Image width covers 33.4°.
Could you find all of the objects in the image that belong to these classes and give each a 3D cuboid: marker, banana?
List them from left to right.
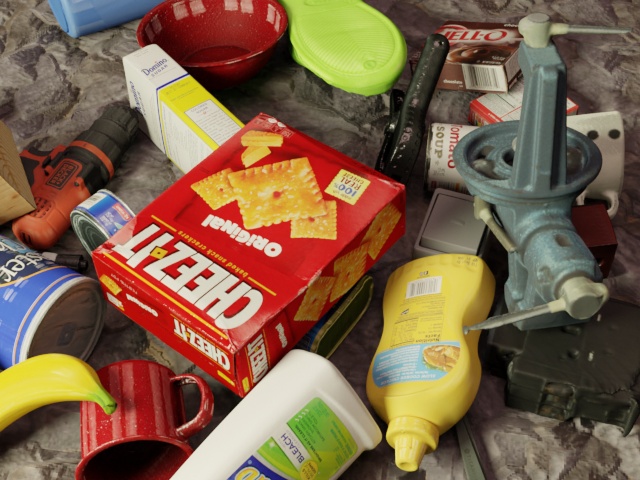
[{"bbox_3d":[-0.243,0.135,0.823,0.198,0.037,0.069,-28,47,19],"label":"banana"},{"bbox_3d":[-0.275,0.017,0.988,0.121,0.020,0.020,5,50,5],"label":"marker"}]

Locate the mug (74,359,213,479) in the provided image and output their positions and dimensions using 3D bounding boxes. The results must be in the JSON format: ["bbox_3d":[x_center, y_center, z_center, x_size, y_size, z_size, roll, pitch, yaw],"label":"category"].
[{"bbox_3d":[-0.135,0.142,0.830,0.117,0.093,0.081,-30,44,15],"label":"mug"}]

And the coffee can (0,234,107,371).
[{"bbox_3d":[-0.268,0.052,0.904,0.140,0.103,0.102,24,54,19],"label":"coffee can"}]

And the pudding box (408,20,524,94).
[{"bbox_3d":[0.164,-0.196,1.129,0.114,0.039,0.089,13,45,33],"label":"pudding box"}]

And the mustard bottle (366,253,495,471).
[{"bbox_3d":[0.087,0.101,0.880,0.096,0.058,0.191,-11,44,30],"label":"mustard bottle"}]

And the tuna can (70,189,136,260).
[{"bbox_3d":[-0.186,-0.002,0.960,0.086,0.086,0.033,37,61,27],"label":"tuna can"}]

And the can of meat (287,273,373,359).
[{"bbox_3d":[-0.013,0.053,0.932,0.084,0.057,0.102,28,55,20],"label":"can of meat"}]

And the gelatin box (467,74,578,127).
[{"bbox_3d":[0.210,-0.131,1.103,0.089,0.030,0.073,-29,54,-21],"label":"gelatin box"}]

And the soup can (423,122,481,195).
[{"bbox_3d":[0.153,-0.077,1.033,0.102,0.068,0.068,6,50,6],"label":"soup can"}]

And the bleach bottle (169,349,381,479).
[{"bbox_3d":[-0.067,0.200,0.794,0.250,0.102,0.068,-45,29,-24],"label":"bleach bottle"}]

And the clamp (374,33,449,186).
[{"bbox_3d":[0.087,-0.118,1.042,0.039,0.120,0.171,15,54,-5],"label":"clamp"}]

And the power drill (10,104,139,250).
[{"bbox_3d":[-0.293,-0.089,1.052,0.188,0.057,0.184,19,53,16],"label":"power drill"}]

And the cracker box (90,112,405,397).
[{"bbox_3d":[-0.056,0.001,0.889,0.164,0.072,0.213,31,57,27],"label":"cracker box"}]

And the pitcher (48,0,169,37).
[{"bbox_3d":[-0.188,-0.320,1.193,0.242,0.149,0.145,-25,51,-15],"label":"pitcher"}]

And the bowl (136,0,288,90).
[{"bbox_3d":[-0.113,-0.209,1.145,0.162,0.055,0.162,-3,42,2],"label":"bowl"}]

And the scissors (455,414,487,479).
[{"bbox_3d":[0.146,0.212,0.822,0.096,0.016,0.201,3,51,6],"label":"scissors"}]

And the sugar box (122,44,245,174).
[{"bbox_3d":[-0.125,-0.109,1.045,0.048,0.093,0.176,-29,56,-23],"label":"sugar box"}]
